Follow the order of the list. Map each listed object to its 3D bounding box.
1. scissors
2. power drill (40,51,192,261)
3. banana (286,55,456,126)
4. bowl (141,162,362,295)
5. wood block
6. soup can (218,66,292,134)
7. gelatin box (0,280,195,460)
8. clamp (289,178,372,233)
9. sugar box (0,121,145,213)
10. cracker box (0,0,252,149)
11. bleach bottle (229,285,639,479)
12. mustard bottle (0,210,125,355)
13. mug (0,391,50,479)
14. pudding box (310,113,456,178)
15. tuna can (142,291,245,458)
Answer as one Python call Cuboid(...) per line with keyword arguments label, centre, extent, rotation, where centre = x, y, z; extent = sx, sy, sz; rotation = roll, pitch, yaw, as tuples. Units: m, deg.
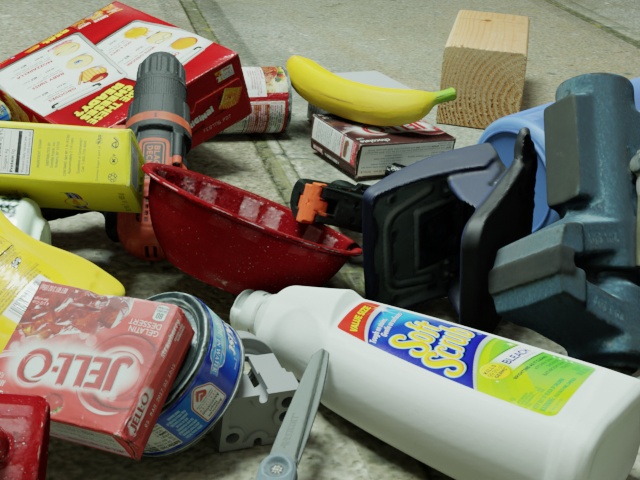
Cuboid(label="scissors", centre=(-0.040, 0.119, 0.512), extent=(0.096, 0.016, 0.201), rotation=(-2, 34, 0))
Cuboid(label="power drill", centre=(-0.192, -0.070, 0.815), extent=(0.187, 0.057, 0.184), rotation=(-1, 58, -2))
Cuboid(label="banana", centre=(0.031, -0.143, 1.035), extent=(0.198, 0.037, 0.069), rotation=(20, 32, 32))
Cuboid(label="bowl", centre=(-0.055, 0.001, 0.733), extent=(0.162, 0.055, 0.162), rotation=(21, 7, -3))
Cuboid(label="wood block", centre=(0.192, -0.201, 1.239), extent=(0.091, 0.090, 0.206), rotation=(8, 24, 9))
Cuboid(label="soup can", centre=(-0.086, -0.140, 1.070), extent=(0.102, 0.068, 0.068), rotation=(-4, 25, -17))
Cuboid(label="gelatin box", centre=(-0.117, 0.063, 0.536), extent=(0.089, 0.030, 0.073), rotation=(9, 59, 25))
Cuboid(label="clamp", centre=(0.048, -0.020, 0.802), extent=(0.165, 0.036, 0.209), rotation=(16, 6, 20))
Cuboid(label="sugar box", centre=(-0.210, -0.049, 0.715), extent=(0.176, 0.048, 0.093), rotation=(1, -10, -3))
Cuboid(label="cracker box", centre=(-0.191, -0.134, 0.977), extent=(0.164, 0.072, 0.214), rotation=(-35, 42, -24))
Cuboid(label="bleach bottle", centre=(0.048, 0.079, 0.608), extent=(0.251, 0.068, 0.102), rotation=(18, 26, 31))
Cuboid(label="mustard bottle", centre=(-0.215, 0.014, 0.611), extent=(0.191, 0.058, 0.096), rotation=(33, 54, 4))
Cuboid(label="mug", centre=(-0.162, 0.099, 0.461), extent=(0.081, 0.117, 0.093), rotation=(6, 52, -10))
Cuboid(label="pudding box", centre=(0.060, -0.095, 1.032), extent=(0.113, 0.039, 0.090), rotation=(-9, 27, -29))
Cuboid(label="tuna can", centre=(-0.085, 0.071, 0.572), extent=(0.086, 0.033, 0.086), rotation=(-22, 44, 23))
